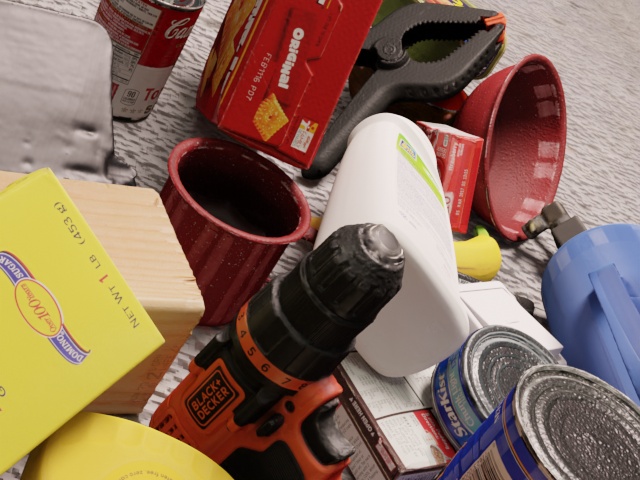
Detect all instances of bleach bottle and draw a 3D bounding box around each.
[{"bbox_3d":[0.052,-0.018,0.713,0.102,0.068,0.250,55,20,-17],"label":"bleach bottle"}]

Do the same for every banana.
[{"bbox_3d":[0.076,0.011,0.804,0.197,0.037,0.070,4,19,-41],"label":"banana"}]

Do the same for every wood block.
[{"bbox_3d":[-0.174,0.024,0.511,0.205,0.090,0.091,6,42,-37],"label":"wood block"}]

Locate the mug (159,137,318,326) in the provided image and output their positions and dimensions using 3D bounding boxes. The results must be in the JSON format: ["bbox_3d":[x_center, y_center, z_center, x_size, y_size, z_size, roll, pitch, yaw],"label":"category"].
[{"bbox_3d":[-0.054,0.001,0.654,0.117,0.082,0.093,17,35,-24],"label":"mug"}]

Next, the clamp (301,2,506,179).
[{"bbox_3d":[0.054,-0.135,0.868,0.210,0.036,0.164,-12,62,-2],"label":"clamp"}]

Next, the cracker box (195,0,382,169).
[{"bbox_3d":[-0.023,-0.147,0.734,0.072,0.164,0.214,22,6,-13],"label":"cracker box"}]

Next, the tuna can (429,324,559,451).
[{"bbox_3d":[0.110,0.093,0.631,0.086,0.034,0.086,19,48,-22],"label":"tuna can"}]

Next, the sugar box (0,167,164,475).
[{"bbox_3d":[-0.154,0.055,0.412,0.176,0.048,0.093,-41,104,-37],"label":"sugar box"}]

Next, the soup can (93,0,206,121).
[{"bbox_3d":[-0.133,-0.145,0.764,0.068,0.102,0.068,23,33,-16],"label":"soup can"}]

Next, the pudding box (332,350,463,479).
[{"bbox_3d":[0.058,0.108,0.649,0.113,0.039,0.090,1,44,-43],"label":"pudding box"}]

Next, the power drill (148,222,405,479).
[{"bbox_3d":[0.015,0.107,0.494,0.057,0.185,0.188,-15,65,-50],"label":"power drill"}]

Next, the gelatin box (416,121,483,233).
[{"bbox_3d":[0.092,-0.051,0.830,0.030,0.073,0.089,8,11,-14],"label":"gelatin box"}]

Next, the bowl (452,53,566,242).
[{"bbox_3d":[0.157,-0.081,0.923,0.055,0.162,0.161,11,18,34],"label":"bowl"}]

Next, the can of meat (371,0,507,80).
[{"bbox_3d":[0.104,-0.187,0.957,0.102,0.058,0.083,44,32,19],"label":"can of meat"}]
